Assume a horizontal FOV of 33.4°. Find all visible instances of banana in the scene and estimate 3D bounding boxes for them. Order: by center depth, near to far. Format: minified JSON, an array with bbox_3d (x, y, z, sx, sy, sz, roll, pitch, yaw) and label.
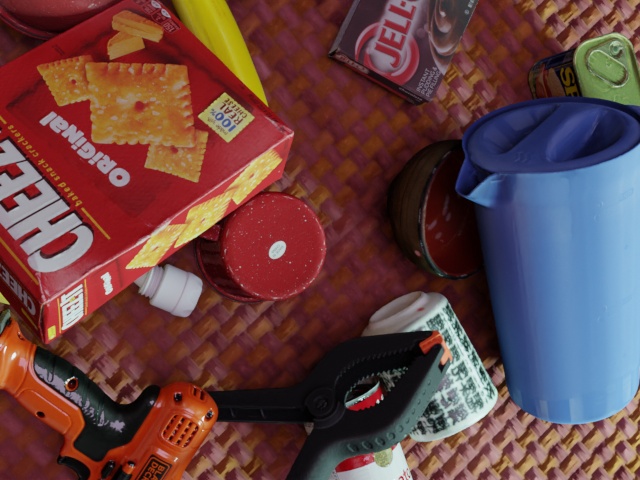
[{"bbox_3d":[-0.079,-0.140,0.819,0.037,0.069,0.198,-20,105,21],"label":"banana"}]

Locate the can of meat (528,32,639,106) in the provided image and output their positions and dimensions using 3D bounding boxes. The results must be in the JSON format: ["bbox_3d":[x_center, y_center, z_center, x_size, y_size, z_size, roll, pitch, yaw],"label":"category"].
[{"bbox_3d":[0.226,-0.116,0.898,0.057,0.084,0.102,-19,95,-16],"label":"can of meat"}]

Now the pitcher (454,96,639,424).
[{"bbox_3d":[0.199,0.015,0.834,0.149,0.144,0.243,0,121,20],"label":"pitcher"}]

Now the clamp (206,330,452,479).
[{"bbox_3d":[-0.002,0.125,0.790,0.210,0.165,0.036,-37,138,-5],"label":"clamp"}]

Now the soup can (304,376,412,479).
[{"bbox_3d":[0.030,0.168,0.847,0.068,0.069,0.102,-21,96,-16],"label":"soup can"}]

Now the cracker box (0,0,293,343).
[{"bbox_3d":[-0.151,-0.060,0.731,0.213,0.072,0.164,-37,74,-27],"label":"cracker box"}]

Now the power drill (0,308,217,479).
[{"bbox_3d":[-0.193,0.150,0.773,0.187,0.057,0.184,31,98,-14],"label":"power drill"}]

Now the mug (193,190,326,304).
[{"bbox_3d":[-0.055,0.001,0.814,0.117,0.082,0.093,17,85,-16],"label":"mug"}]

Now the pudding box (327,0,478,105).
[{"bbox_3d":[0.070,-0.180,0.875,0.090,0.039,0.113,26,82,-14],"label":"pudding box"}]
